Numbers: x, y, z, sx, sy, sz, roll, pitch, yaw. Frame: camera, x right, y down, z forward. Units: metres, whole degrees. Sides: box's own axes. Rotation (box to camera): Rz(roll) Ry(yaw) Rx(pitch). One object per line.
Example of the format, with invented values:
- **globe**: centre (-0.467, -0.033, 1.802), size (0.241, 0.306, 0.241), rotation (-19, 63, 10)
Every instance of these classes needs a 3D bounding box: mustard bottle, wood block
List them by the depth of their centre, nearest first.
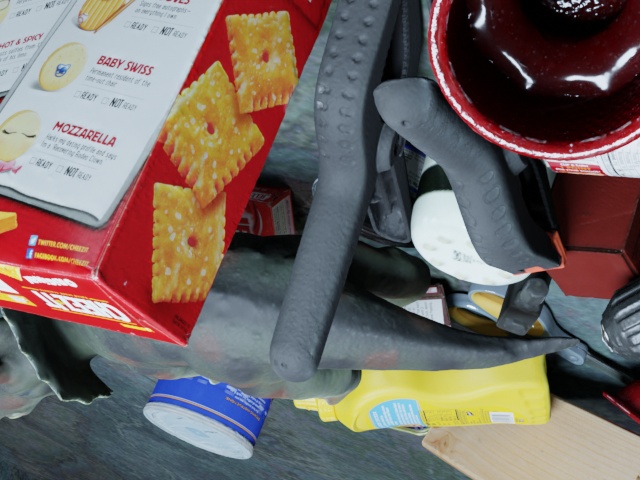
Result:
- **mustard bottle**: centre (0.074, 0.112, 0.804), size (0.192, 0.058, 0.096), rotation (-5, 158, 11)
- **wood block**: centre (0.189, 0.179, 0.844), size (0.090, 0.091, 0.206), rotation (37, 172, -31)

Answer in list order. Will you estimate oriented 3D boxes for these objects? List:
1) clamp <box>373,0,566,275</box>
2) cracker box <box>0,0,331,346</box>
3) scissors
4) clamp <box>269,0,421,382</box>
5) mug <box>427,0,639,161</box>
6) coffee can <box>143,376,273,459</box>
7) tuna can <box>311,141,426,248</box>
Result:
- **clamp**: centre (0.073, -0.054, 0.482), size (0.039, 0.120, 0.171), rotation (-2, 145, 29)
- **cracker box**: centre (-0.096, -0.070, 0.484), size (0.164, 0.213, 0.072), rotation (6, 154, 34)
- **scissors**: centre (0.175, 0.082, 0.820), size (0.201, 0.016, 0.096), rotation (36, 155, -28)
- **clamp**: centre (0.018, -0.043, 0.523), size (0.036, 0.164, 0.210), rotation (15, 129, 17)
- **mug**: centre (0.106, -0.090, 0.401), size (0.117, 0.081, 0.093), rotation (-1, 121, 21)
- **coffee can**: centre (-0.083, 0.109, 0.952), size (0.103, 0.140, 0.103), rotation (19, 157, 8)
- **tuna can**: centre (0.040, -0.031, 0.673), size (0.086, 0.033, 0.086), rotation (19, 157, 8)
